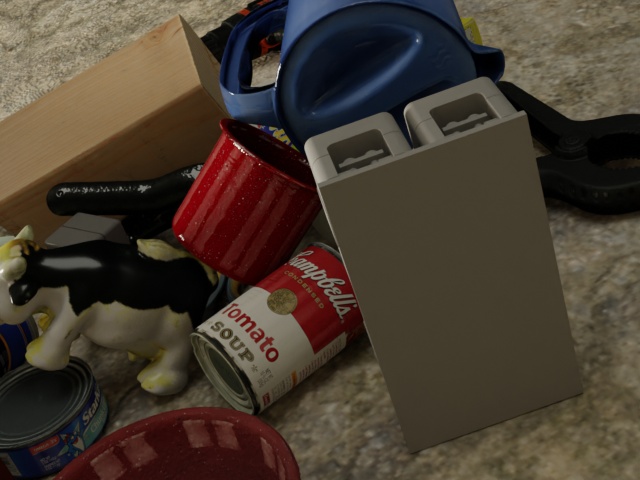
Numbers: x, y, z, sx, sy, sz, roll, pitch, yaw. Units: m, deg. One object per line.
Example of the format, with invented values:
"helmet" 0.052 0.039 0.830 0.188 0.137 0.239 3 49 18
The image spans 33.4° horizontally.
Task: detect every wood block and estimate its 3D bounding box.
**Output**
"wood block" -0.172 -0.082 0.882 0.206 0.090 0.091 -28 51 11

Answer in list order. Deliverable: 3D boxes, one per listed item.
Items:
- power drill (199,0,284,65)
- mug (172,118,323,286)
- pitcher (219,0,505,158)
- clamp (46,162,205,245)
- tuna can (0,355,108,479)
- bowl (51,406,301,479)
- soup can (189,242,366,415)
"power drill" -0.025 -0.204 1.070 0.184 0.057 0.188 -33 35 -20
"mug" -0.044 -0.025 0.727 0.081 0.093 0.117 -58 -3 14
"pitcher" 0.025 -0.160 0.771 0.145 0.149 0.243 -51 23 30
"clamp" -0.117 -0.032 0.811 0.172 0.120 0.039 -16 76 24
"tuna can" -0.185 0.117 0.708 0.086 0.034 0.086 -14 33 9
"bowl" -0.080 0.164 0.565 0.162 0.055 0.162 -14 33 9
"soup can" -0.024 0.056 0.682 0.102 0.068 0.069 -36 36 -23
